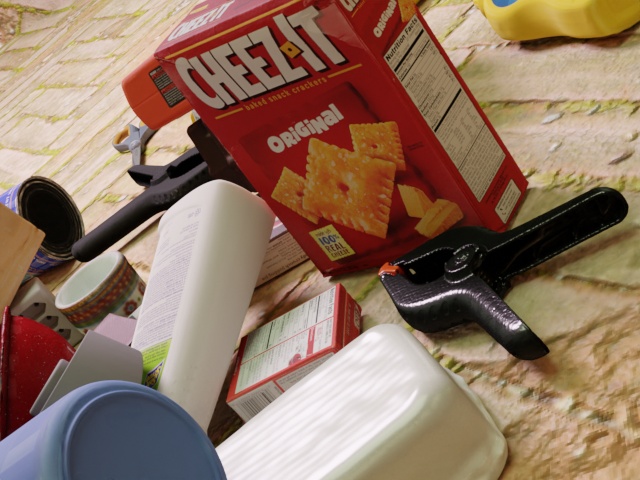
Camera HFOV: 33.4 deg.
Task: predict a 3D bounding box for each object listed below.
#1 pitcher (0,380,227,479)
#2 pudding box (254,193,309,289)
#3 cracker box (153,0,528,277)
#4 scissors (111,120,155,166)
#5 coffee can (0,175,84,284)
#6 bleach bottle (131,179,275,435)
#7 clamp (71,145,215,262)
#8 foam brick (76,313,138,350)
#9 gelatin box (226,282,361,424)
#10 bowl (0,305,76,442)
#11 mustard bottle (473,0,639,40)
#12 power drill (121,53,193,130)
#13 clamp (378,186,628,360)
[{"bbox_3d":[-0.154,0.181,0.550,0.243,0.149,0.144,-38,14,33],"label":"pitcher"},{"bbox_3d":[-0.056,0.001,0.884,0.114,0.039,0.090,-31,26,15],"label":"pudding box"},{"bbox_3d":[0.014,-0.080,0.720,0.164,0.213,0.072,-13,34,43],"label":"cracker box"},{"bbox_3d":[-0.222,-0.133,1.371,0.096,0.016,0.202,-41,25,-7],"label":"scissors"},{"bbox_3d":[-0.354,0.001,1.213,0.140,0.102,0.102,-25,27,26],"label":"coffee can"},{"bbox_3d":[-0.100,0.082,0.739,0.103,0.068,0.250,-33,35,48],"label":"bleach bottle"},{"bbox_3d":[-0.167,-0.051,1.128,0.210,0.036,0.164,-17,31,37],"label":"clamp"},{"bbox_3d":[-0.150,0.095,0.834,0.053,0.051,0.078,-49,27,-22],"label":"foam brick"},{"bbox_3d":[-0.016,0.077,0.711,0.089,0.030,0.073,-29,24,20],"label":"gelatin box"},{"bbox_3d":[-0.206,0.128,0.786,0.055,0.162,0.162,0,21,-13],"label":"bowl"},{"bbox_3d":[0.192,-0.207,0.887,0.096,0.058,0.192,-48,26,-15],"label":"mustard bottle"},{"bbox_3d":[-0.099,-0.163,0.964,0.185,0.057,0.187,-29,11,33],"label":"power drill"},{"bbox_3d":[0.094,0.028,0.637,0.172,0.039,0.120,-19,26,48],"label":"clamp"}]
